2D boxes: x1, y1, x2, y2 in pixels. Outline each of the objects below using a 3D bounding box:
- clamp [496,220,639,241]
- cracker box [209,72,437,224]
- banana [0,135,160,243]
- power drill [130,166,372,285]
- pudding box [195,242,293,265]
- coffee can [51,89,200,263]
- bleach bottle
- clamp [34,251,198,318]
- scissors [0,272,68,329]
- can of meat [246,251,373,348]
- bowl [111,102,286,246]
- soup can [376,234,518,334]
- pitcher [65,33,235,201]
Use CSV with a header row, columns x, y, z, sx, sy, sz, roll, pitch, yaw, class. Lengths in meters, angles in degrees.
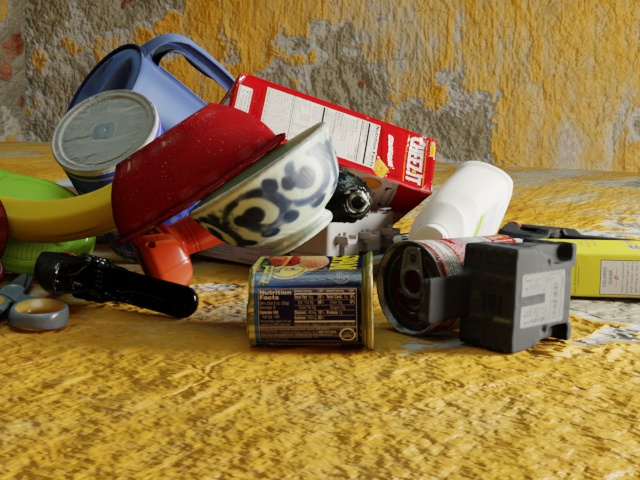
x,y,z,sx,sy,sz,roll,pitch,yaw,class
0.257,0.005,1.134,0.164,0.036,0.210,0,7,-6,clamp
-0.013,-0.078,1.080,0.213,0.072,0.164,17,-24,-16,cracker box
-0.215,-0.031,0.927,0.198,0.069,0.037,-16,-34,8,banana
-0.062,-0.015,0.903,0.187,0.057,0.185,-24,15,-15,power drill
-0.057,0.001,1.088,0.114,0.039,0.089,7,9,32,pudding box
-0.182,-0.060,1.026,0.103,0.102,0.140,4,-36,19,coffee can
0.134,-0.021,1.056,0.068,0.103,0.250,22,12,13,bleach bottle
-0.167,0.032,0.834,0.120,0.039,0.172,20,-2,-20,clamp
-0.220,0.045,0.817,0.096,0.016,0.201,4,8,7,scissors
-0.005,0.040,0.742,0.084,0.057,0.102,-1,7,3,can of meat
-0.108,-0.061,0.841,0.162,0.055,0.162,-32,10,6,bowl
0.101,0.031,0.789,0.102,0.068,0.069,-4,9,-39,soup can
-0.150,-0.108,1.192,0.149,0.145,0.242,-13,-37,44,pitcher
